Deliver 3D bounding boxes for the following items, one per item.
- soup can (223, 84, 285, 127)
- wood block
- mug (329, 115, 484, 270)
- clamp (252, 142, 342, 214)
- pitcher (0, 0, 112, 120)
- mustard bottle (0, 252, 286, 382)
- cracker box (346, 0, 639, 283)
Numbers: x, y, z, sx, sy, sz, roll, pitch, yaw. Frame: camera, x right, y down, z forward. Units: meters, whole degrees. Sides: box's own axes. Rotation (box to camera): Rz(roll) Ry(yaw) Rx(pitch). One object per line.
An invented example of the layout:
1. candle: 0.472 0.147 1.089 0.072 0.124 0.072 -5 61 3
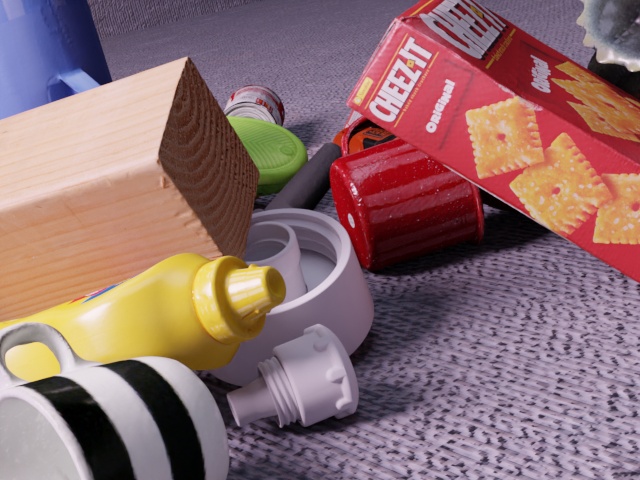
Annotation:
1. soup can: -0.075 -0.126 1.152 0.068 0.068 0.102 -9 18 4
2. wood block: -0.150 -0.016 0.603 0.206 0.090 0.090 -14 41 20
3. mug: 0.053 -0.039 0.739 0.081 0.117 0.093 -18 -20 -9
4. clamp: -0.055 0.001 0.768 0.164 0.036 0.210 -22 25 10
5. pitcher: -0.188 -0.070 0.741 0.149 0.243 0.145 -11 19 2
6. mustard bottle: -0.098 0.048 0.535 0.192 0.058 0.096 -19 -10 30
7. cracker box: 0.141 -0.077 0.688 0.214 0.072 0.164 33 26 4
